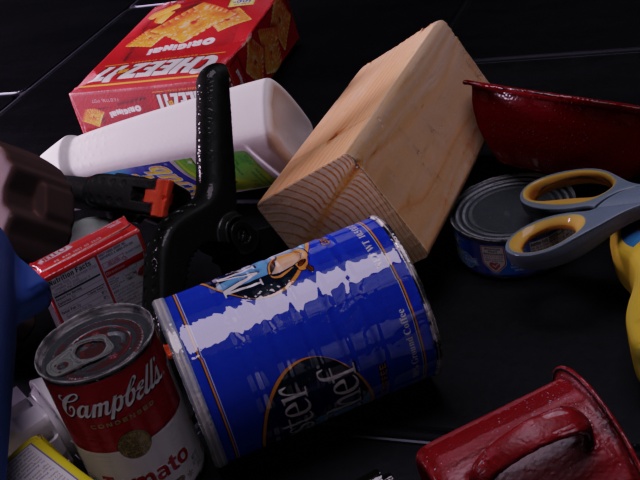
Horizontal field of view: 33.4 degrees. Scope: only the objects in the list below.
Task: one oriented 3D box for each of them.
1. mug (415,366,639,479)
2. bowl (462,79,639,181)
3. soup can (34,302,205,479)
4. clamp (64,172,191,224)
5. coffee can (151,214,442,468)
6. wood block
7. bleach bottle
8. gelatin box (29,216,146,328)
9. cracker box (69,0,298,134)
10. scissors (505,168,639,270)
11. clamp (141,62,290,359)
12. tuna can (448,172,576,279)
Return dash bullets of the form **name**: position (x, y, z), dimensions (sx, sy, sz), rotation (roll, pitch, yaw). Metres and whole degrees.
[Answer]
- **mug**: position (0.094, 0.110, 0.478), dimensions (0.081, 0.117, 0.093), rotation (-25, 58, -5)
- **bowl**: position (0.176, -0.075, 0.755), dimensions (0.162, 0.055, 0.162), rotation (9, 9, -2)
- **soup can**: position (-0.111, 0.096, 0.603), dimensions (0.068, 0.102, 0.068), rotation (-12, 31, 7)
- **clamp**: position (-0.156, -0.033, 0.804), dimensions (0.120, 0.039, 0.172), rotation (4, -3, -19)
- **coffee can**: position (-0.014, 0.057, 0.621), dimensions (0.140, 0.103, 0.103), rotation (-21, 31, -9)
- **wood block**: position (0.050, -0.064, 0.773), dimensions (0.091, 0.090, 0.205), rotation (-27, 19, 39)
- **bleach bottle**: position (-0.137, -0.066, 0.903), dimensions (0.251, 0.102, 0.068), rotation (-12, 63, 20)
- **gelatin box**: position (-0.147, 0.039, 0.726), dimensions (0.073, 0.089, 0.030), rotation (-30, 33, -21)
- **cracker box**: position (-0.134, -0.181, 1.095), dimensions (0.164, 0.072, 0.213), rotation (-3, 34, 22)
- **scissors**: position (0.188, -0.013, 0.619), dimensions (0.096, 0.016, 0.202), rotation (-47, 29, -24)
- **clamp**: position (-0.055, 0.001, 0.742), dimensions (0.036, 0.164, 0.210), rotation (-17, 44, 49)
- **tuna can**: position (0.133, -0.011, 0.729), dimensions (0.086, 0.034, 0.086), rotation (-12, 31, 7)
